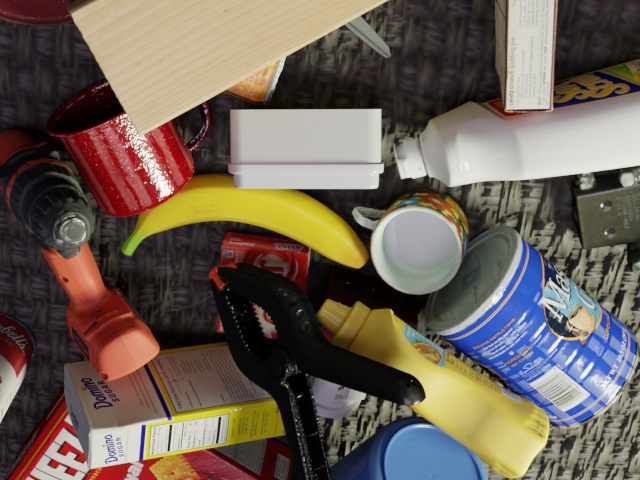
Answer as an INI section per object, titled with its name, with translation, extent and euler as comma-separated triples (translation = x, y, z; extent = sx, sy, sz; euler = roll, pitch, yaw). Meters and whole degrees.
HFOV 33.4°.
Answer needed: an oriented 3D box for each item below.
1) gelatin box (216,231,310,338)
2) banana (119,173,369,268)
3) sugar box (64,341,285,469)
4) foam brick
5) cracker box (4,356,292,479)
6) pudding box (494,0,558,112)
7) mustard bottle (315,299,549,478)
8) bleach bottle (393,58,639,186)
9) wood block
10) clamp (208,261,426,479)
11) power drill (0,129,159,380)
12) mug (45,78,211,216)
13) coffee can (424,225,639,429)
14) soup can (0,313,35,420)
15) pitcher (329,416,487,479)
[gelatin box]
translation = -0.048, 0.038, 0.895
extent = 0.073, 0.030, 0.089
euler = 6, 119, 0
[banana]
translation = -0.058, -0.018, 0.854
extent = 0.198, 0.037, 0.069
euler = 3, 95, 0
[sugar box]
translation = -0.114, 0.130, 0.876
extent = 0.176, 0.093, 0.048
euler = -7, 122, -22
[foam brick]
translation = 0.038, 0.065, 0.891
extent = 0.078, 0.053, 0.051
euler = 16, 118, -6
[cracker box]
translation = -0.157, 0.214, 0.975
extent = 0.213, 0.072, 0.164
euler = 32, 115, -12
[pudding box]
translation = 0.143, -0.156, 0.742
extent = 0.039, 0.090, 0.113
euler = -3, 118, 6
[mustard bottle]
translation = 0.080, 0.104, 0.819
extent = 0.191, 0.096, 0.058
euler = 34, 97, 1
[bleach bottle]
translation = 0.178, -0.081, 0.772
extent = 0.251, 0.102, 0.068
euler = -12, 115, 9
[wood block]
translation = -0.054, -0.163, 0.706
extent = 0.206, 0.090, 0.091
euler = -30, 109, -4
[clamp]
translation = -0.013, 0.090, 0.808
extent = 0.210, 0.036, 0.165
euler = 56, 132, 21
[power drill]
translation = -0.187, 0.015, 0.821
extent = 0.057, 0.185, 0.187
euler = -27, 123, -15
[mug]
translation = -0.137, -0.078, 0.812
extent = 0.117, 0.093, 0.081
euler = -30, 120, -10
[coffee can]
translation = 0.169, 0.070, 0.856
extent = 0.140, 0.102, 0.103
euler = 38, 114, -16
[soup can]
translation = -0.292, 0.117, 0.914
extent = 0.068, 0.102, 0.068
euler = 2, 118, 3
[pitcher]
translation = 0.042, 0.254, 0.897
extent = 0.149, 0.144, 0.243
euler = 34, 138, -3
